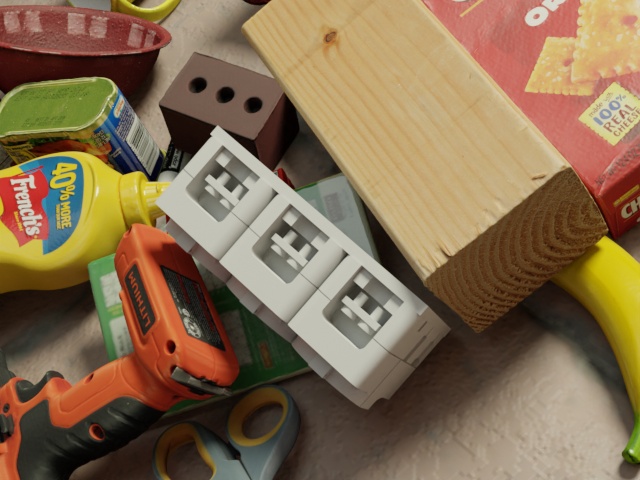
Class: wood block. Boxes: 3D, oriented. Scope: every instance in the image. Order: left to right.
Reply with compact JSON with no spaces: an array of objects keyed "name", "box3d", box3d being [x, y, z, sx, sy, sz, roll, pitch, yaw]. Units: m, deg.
[{"name":"wood block","box3d":[0.053,-0.063,0.590,0.091,0.090,0.206,-39,56,8]}]

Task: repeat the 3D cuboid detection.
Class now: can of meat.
[{"name":"can of meat","box3d":[-0.172,-0.069,0.765,0.102,0.084,0.057,-1,53,23]}]

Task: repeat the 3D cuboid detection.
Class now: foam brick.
[{"name":"foam brick","box3d":[-0.062,-0.085,0.739,0.078,0.051,0.053,21,63,18]}]

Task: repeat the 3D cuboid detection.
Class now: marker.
[{"name":"marker","box3d":[-0.099,-0.080,0.785,0.020,0.020,0.121,-6,51,20]}]

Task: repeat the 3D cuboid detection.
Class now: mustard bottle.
[{"name":"mustard bottle","box3d":[-0.187,-0.011,0.706,0.191,0.058,0.096,-11,54,5]}]

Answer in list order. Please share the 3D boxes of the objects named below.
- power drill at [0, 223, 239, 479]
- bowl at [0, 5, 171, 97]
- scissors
[{"name":"power drill","box3d":[-0.146,0.077,0.618,0.188,0.057,0.184,-41,55,16]},{"name":"bowl","box3d":[-0.197,-0.139,0.825,0.162,0.055,0.162,5,22,-2]},{"name":"scissors","box3d":[-0.023,0.127,0.546,0.096,0.016,0.202,-37,29,-20]}]
